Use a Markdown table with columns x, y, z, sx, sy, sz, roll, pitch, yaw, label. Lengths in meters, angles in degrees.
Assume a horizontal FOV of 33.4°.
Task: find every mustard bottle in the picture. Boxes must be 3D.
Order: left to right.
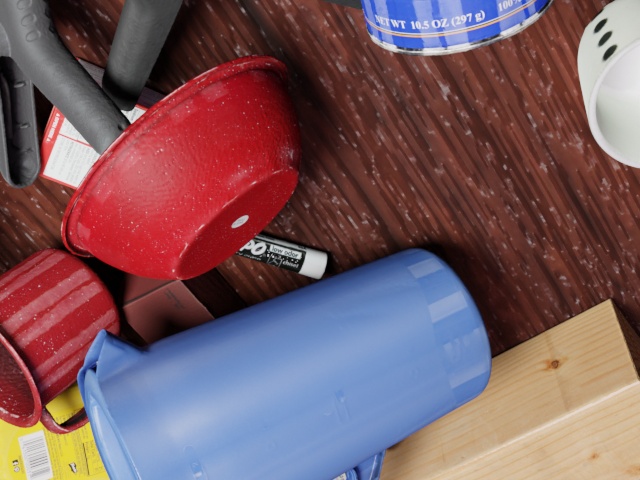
| x | y | z | sx | sy | sz | roll | pitch | yaw | label |
| --- | --- | --- | --- | --- | --- | --- | --- | --- | --- |
| -0.145 | 0.130 | 0.748 | 0.191 | 0.058 | 0.096 | -13 | 96 | -26 | mustard bottle |

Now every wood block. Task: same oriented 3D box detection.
| x | y | z | sx | sy | sz | roll | pitch | yaw | label |
| --- | --- | --- | --- | --- | --- | --- | --- | --- | --- |
| 0.145 | 0.142 | 0.771 | 0.206 | 0.091 | 0.090 | -31 | 121 | 20 | wood block |

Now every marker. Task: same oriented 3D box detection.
| x | y | z | sx | sy | sz | roll | pitch | yaw | label |
| --- | --- | --- | --- | --- | --- | --- | --- | --- | --- |
| -0.055 | 0.001 | 0.709 | 0.121 | 0.020 | 0.020 | 16 | 124 | -13 | marker |

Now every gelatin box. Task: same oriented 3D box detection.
| x | y | z | sx | sy | sz | roll | pitch | yaw | label |
| --- | --- | --- | --- | --- | --- | --- | --- | --- | --- |
| -0.123 | -0.061 | 0.657 | 0.089 | 0.030 | 0.073 | 21 | 122 | -15 | gelatin box |

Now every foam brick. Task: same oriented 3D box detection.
| x | y | z | sx | sy | sz | roll | pitch | yaw | label |
| --- | --- | --- | --- | --- | --- | --- | --- | --- | --- |
| -0.092 | 0.046 | 0.722 | 0.053 | 0.051 | 0.078 | -26 | 123 | 16 | foam brick |

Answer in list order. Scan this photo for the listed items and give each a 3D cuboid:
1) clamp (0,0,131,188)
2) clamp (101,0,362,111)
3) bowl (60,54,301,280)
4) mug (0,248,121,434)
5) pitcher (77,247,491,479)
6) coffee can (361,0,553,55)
| x | y | z | sx | sy | sz | roll | pitch | yaw | label |
| --- | --- | --- | --- | --- | --- | --- | --- | --- | --- |
| -0.174 | -0.107 | 0.594 | 0.120 | 0.039 | 0.171 | -22 | 96 | 42 | clamp |
| -0.055 | -0.144 | 0.528 | 0.164 | 0.036 | 0.210 | -22 | 159 | -3 | clamp |
| -0.064 | -0.028 | 0.602 | 0.055 | 0.161 | 0.162 | 48 | 119 | 12 | bowl |
| -0.176 | 0.068 | 0.681 | 0.093 | 0.081 | 0.117 | -11 | 113 | 46 | mug |
| -0.015 | 0.105 | 0.668 | 0.242 | 0.145 | 0.149 | -22 | 147 | -20 | pitcher |
| 0.057 | -0.178 | 0.528 | 0.103 | 0.103 | 0.140 | -12 | 126 | 8 | coffee can |
